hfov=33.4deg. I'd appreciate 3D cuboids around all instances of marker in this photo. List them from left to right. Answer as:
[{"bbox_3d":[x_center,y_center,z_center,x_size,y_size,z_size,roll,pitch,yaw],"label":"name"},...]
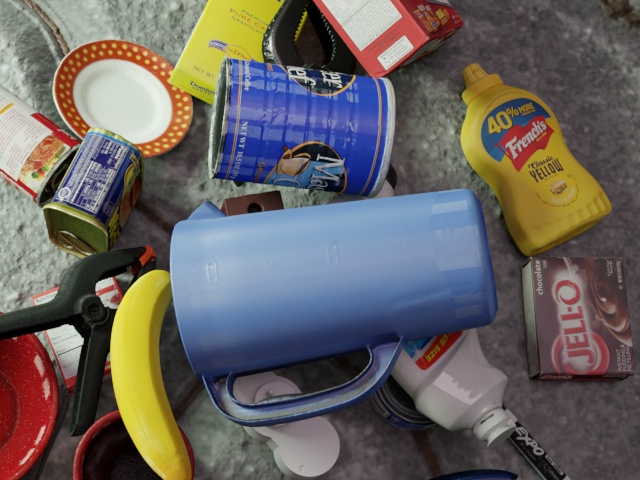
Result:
[{"bbox_3d":[0.181,0.179,0.950,0.020,0.020,0.121,-38,81,-19],"label":"marker"}]

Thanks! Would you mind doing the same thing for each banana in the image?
[{"bbox_3d":[-0.131,0.096,0.838,0.069,0.037,0.198,8,54,-13],"label":"banana"}]

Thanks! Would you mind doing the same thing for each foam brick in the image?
[{"bbox_3d":[-0.056,0.001,0.953,0.053,0.051,0.078,-10,73,-13],"label":"foam brick"}]

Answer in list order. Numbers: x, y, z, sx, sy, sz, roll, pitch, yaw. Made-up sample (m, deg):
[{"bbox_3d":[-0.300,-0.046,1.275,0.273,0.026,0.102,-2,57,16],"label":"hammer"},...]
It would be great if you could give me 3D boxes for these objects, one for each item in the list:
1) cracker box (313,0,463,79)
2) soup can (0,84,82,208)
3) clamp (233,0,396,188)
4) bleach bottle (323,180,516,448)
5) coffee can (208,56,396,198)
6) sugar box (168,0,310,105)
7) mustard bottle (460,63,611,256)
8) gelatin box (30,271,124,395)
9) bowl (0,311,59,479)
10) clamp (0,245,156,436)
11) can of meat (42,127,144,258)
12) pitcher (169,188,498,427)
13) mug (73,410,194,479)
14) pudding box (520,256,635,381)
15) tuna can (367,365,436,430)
[{"bbox_3d":[0.030,-0.256,0.980,0.072,0.164,0.213,-37,92,24],"label":"cracker box"},{"bbox_3d":[-0.265,-0.085,0.940,0.102,0.068,0.068,36,70,4],"label":"soup can"},{"bbox_3d":[-0.017,-0.141,0.984,0.164,0.036,0.210,-6,84,-27],"label":"clamp"},{"bbox_3d":[0.085,0.065,0.913,0.102,0.068,0.251,-29,62,-16],"label":"bleach bottle"},{"bbox_3d":[-0.017,-0.094,0.896,0.140,0.103,0.103,6,71,-12],"label":"coffee can"},{"bbox_3d":[-0.066,-0.208,1.020,0.093,0.048,0.176,26,72,-12],"label":"sugar box"},{"bbox_3d":[0.190,-0.086,1.021,0.096,0.058,0.192,-25,77,-16],"label":"mustard bottle"},{"bbox_3d":[-0.198,0.077,0.916,0.073,0.030,0.089,-22,74,-15],"label":"gelatin box"},{"bbox_3d":[-0.293,0.136,0.867,0.162,0.055,0.162,3,71,-8],"label":"bowl"},{"bbox_3d":[-0.186,0.074,0.873,0.171,0.039,0.120,-40,98,-34],"label":"clamp"},{"bbox_3d":[-0.192,-0.037,0.919,0.057,0.102,0.084,22,67,-1],"label":"can of meat"},{"bbox_3d":[0.013,0.041,0.835,0.243,0.145,0.149,-9,113,7],"label":"pitcher"},{"bbox_3d":[-0.145,0.198,0.856,0.093,0.081,0.117,-21,76,-16],"label":"mug"},{"bbox_3d":[0.236,0.072,0.984,0.090,0.039,0.113,1,71,-9],"label":"pudding box"},{"bbox_3d":[0.085,0.123,0.945,0.086,0.034,0.086,3,71,-8],"label":"tuna can"}]
